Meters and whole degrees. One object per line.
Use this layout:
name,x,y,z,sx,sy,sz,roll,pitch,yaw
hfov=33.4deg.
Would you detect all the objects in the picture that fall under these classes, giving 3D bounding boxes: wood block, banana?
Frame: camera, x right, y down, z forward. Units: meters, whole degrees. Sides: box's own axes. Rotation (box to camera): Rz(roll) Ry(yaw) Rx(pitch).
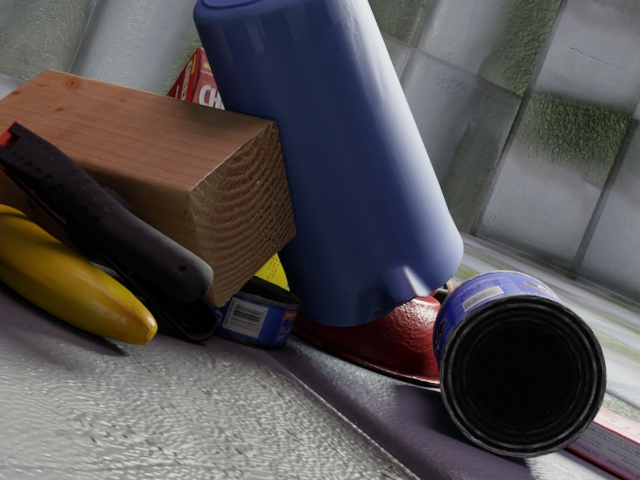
wood block,-0.129,-0.040,0.713,0.206,0.091,0.090,17,44,32
banana,-0.163,0.012,0.631,0.069,0.037,0.198,16,7,-37

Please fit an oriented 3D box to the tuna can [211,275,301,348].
tuna can,-0.058,0.043,0.732,0.086,0.034,0.086,20,5,-2

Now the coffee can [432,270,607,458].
coffee can,0.129,0.078,0.720,0.103,0.103,0.140,21,6,3

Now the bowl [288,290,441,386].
bowl,0.042,0.058,0.846,0.162,0.055,0.162,20,6,-2

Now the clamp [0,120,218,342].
clamp,-0.121,-0.009,0.604,0.171,0.039,0.120,39,-21,-1

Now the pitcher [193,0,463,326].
pitcher,0.001,-0.075,0.744,0.149,0.243,0.144,1,37,35
